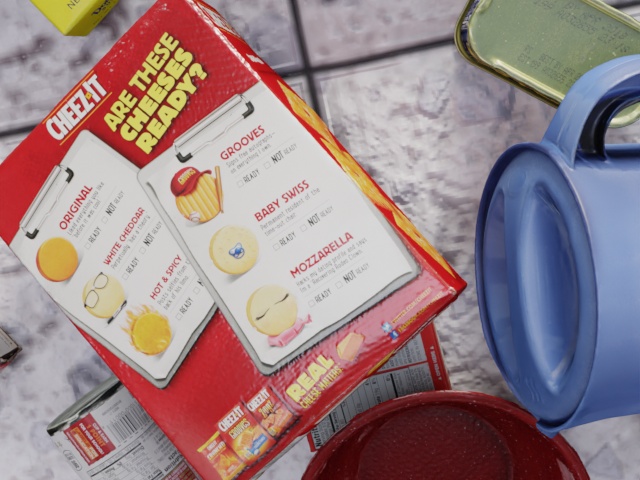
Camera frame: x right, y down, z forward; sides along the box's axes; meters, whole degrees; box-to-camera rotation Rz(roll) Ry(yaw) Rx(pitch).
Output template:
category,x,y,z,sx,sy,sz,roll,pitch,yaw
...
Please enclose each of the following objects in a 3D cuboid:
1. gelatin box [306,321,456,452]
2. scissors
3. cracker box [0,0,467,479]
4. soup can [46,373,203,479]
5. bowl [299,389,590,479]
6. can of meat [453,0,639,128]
category,x,y,z,sx,sy,sz,roll,pitch,yaw
gelatin box,0.027,0.075,0.616,0.089,0.030,0.073,-14,100,8
scissors,0.097,0.112,0.623,0.096,0.016,0.202,22,102,1
cracker box,-0.054,0.001,0.570,0.164,0.072,0.214,-43,81,10
soup can,-0.102,0.130,0.619,0.068,0.068,0.102,-34,95,10
bowl,0.065,0.143,0.587,0.162,0.055,0.162,0,110,1
can of meat,0.122,-0.100,0.545,0.102,0.084,0.057,28,102,-1
